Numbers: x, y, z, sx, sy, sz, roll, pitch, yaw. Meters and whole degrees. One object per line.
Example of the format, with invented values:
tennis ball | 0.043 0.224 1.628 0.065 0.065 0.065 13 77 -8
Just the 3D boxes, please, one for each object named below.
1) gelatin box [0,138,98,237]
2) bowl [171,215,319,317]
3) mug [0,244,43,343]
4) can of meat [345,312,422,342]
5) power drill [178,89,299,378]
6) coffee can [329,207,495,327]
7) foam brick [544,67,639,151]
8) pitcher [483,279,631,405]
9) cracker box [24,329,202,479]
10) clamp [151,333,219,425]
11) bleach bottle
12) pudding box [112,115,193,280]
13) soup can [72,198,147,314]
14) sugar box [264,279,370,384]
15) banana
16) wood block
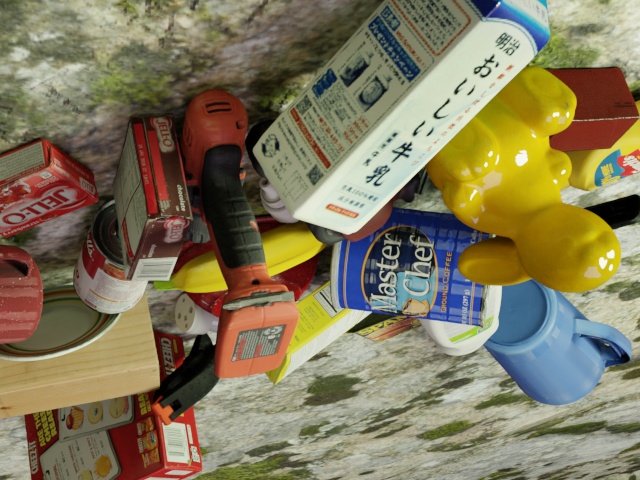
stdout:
gelatin box | -0.228 -0.039 0.825 0.089 0.030 0.073 -19 156 12
bowl | -0.068 0.036 1.054 0.162 0.055 0.162 -11 156 -5
mug | -0.285 0.041 0.905 0.081 0.093 0.117 2 141 -43
can of meat | 0.077 0.075 1.224 0.102 0.057 0.083 -23 157 19
power drill | -0.074 0.006 0.817 0.057 0.188 0.185 -11 153 -15
coffee can | 0.087 0.021 0.991 0.140 0.103 0.103 7 159 11
foam brick | 0.216 -0.109 0.894 0.078 0.053 0.051 -4 154 -22
pitcher | 0.284 0.120 1.352 0.149 0.145 0.242 -42 148 6
cracker box | -0.241 0.218 1.225 0.214 0.164 0.072 -28 151 29
clamp | -0.133 0.138 1.160 0.120 0.039 0.171 -27 -169 49
bleach bottle | 0.145 0.074 1.156 0.102 0.068 0.251 -24 155 -2
pudding box | -0.132 -0.030 0.826 0.039 0.090 0.114 -3 155 -22
soup can | -0.175 0.015 0.930 0.068 0.068 0.102 -3 155 -25
sugar box | 0.013 0.071 1.108 0.176 0.048 0.093 -37 167 -24
banana | -0.050 0.007 0.953 0.197 0.037 0.070 -19 -156 -28
wood block | -0.271 0.116 1.073 0.206 0.090 0.091 -9 157 -12
